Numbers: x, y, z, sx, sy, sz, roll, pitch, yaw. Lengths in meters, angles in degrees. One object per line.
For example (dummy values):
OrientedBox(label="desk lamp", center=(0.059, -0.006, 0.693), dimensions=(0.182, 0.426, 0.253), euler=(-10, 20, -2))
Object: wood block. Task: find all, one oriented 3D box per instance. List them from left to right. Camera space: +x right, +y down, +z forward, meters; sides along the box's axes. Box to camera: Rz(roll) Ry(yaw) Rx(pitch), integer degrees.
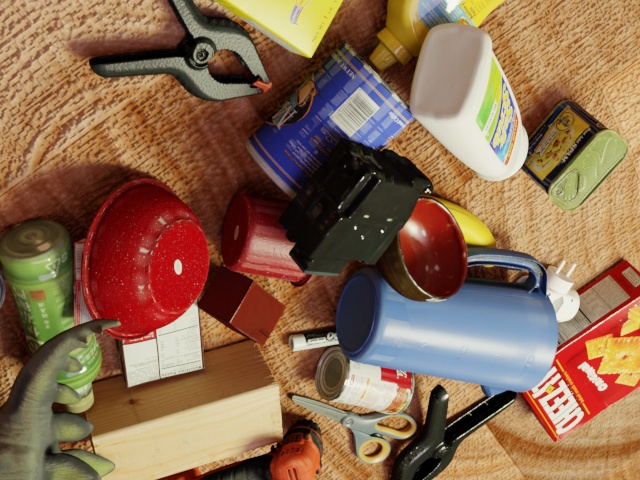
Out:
OrientedBox(label="wood block", center=(-0.155, 0.194, 1.193), dimensions=(0.205, 0.091, 0.090), euler=(-14, 127, -15))

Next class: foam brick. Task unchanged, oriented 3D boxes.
OrientedBox(label="foam brick", center=(-0.084, 0.070, 1.142), dimensions=(0.053, 0.051, 0.078), euler=(-59, 145, -10))

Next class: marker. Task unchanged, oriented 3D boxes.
OrientedBox(label="marker", center=(0.022, 0.114, 1.264), dimensions=(0.121, 0.020, 0.020), euler=(-6, 125, -21))

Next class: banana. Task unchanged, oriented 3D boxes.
OrientedBox(label="banana", center=(0.138, -0.015, 1.219), dimensions=(0.197, 0.037, 0.070), euler=(13, 134, -30))

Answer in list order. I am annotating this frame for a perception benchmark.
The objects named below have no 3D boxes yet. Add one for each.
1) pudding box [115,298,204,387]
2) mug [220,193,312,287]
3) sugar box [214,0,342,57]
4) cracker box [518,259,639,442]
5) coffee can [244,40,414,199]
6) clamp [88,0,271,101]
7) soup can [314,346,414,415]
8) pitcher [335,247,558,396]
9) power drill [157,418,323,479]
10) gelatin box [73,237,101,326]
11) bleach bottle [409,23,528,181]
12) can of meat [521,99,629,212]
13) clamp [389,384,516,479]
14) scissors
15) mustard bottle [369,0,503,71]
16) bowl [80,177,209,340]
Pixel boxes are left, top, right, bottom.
OrientedBox(label="pudding box", center=(-0.175, 0.098, 1.151), dimensions=(0.090, 0.039, 0.113), euler=(-13, 128, -18))
OrientedBox(label="mug", center=(-0.057, 0.001, 1.113), dimensions=(0.081, 0.093, 0.117), euler=(10, 154, -25))
OrientedBox(label="sugar box", center=(-0.058, -0.245, 0.945), dimensions=(0.176, 0.048, 0.093), euler=(27, 92, -39))
OrientedBox(label="cracker box", center=(0.358, 0.151, 1.410), dimensions=(0.214, 0.072, 0.164), euler=(-35, 130, 3))
OrientedBox(label="coffee can", center=(0.010, -0.110, 1.046), dimensions=(0.140, 0.103, 0.102), euler=(-44, 129, 9))
OrientedBox(label="clamp", center=(-0.125, -0.170, 0.983), dimensions=(0.171, 0.039, 0.120), euler=(34, 105, -34))
OrientedBox(label="soup can", center=(0.053, 0.169, 1.286), dimensions=(0.102, 0.068, 0.069), euler=(17, 114, -32))
OrientedBox(label="pitcher", center=(0.148, 0.090, 1.241), dimensions=(0.242, 0.149, 0.145), euler=(10, 158, -27))
OrientedBox(label="power drill", center=(-0.088, 0.265, 1.254), dimensions=(0.188, 0.184, 0.057), euler=(-18, 92, 5))
OrientedBox(label="gelatin box", center=(-0.215, 0.038, 1.051), dimensions=(0.030, 0.073, 0.089), euler=(6, 104, 13))
OrientedBox(label="bleach bottle", center=(0.167, -0.127, 1.094), dimensions=(0.250, 0.068, 0.102), euler=(28, 77, -62))
OrientedBox(label="can of meat", center=(0.277, -0.097, 1.190), dimensions=(0.057, 0.084, 0.102), euler=(29, 107, -37))
OrientedBox(label="clamp", center=(0.151, 0.263, 1.408), dimensions=(0.164, 0.036, 0.210), euler=(18, 117, -47))
OrientedBox(label="scissors", center=(0.033, 0.243, 1.362), dimensions=(0.201, 0.016, 0.096), euler=(11, 118, -30))
OrientedBox(label="mustard bottle", center=(0.123, -0.236, 1.037), dimensions=(0.192, 0.058, 0.096), euler=(-43, 135, 8))
OrientedBox(label="bowl", center=(-0.157, 0.022, 1.036), dimensions=(0.161, 0.055, 0.162), euler=(-21, 115, -55))
